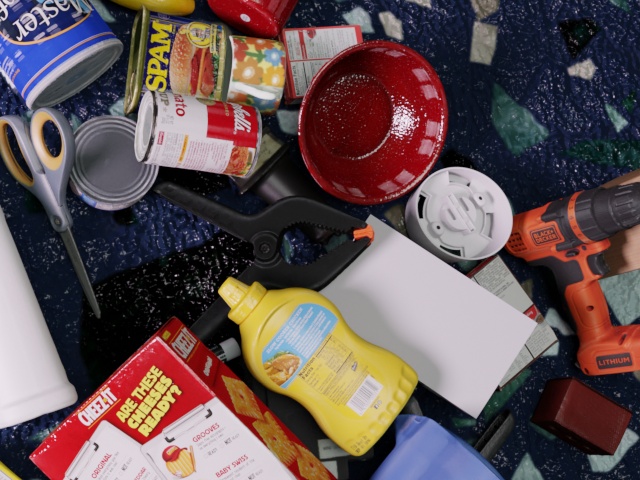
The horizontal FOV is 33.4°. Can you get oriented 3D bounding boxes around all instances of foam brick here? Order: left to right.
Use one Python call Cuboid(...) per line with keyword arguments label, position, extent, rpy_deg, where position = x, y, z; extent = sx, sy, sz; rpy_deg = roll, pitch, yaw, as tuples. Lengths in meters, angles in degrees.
Cuboid(label="foam brick", position=(0.266, 0.181, 1.092), extent=(0.078, 0.053, 0.051), rpy_deg=(30, 72, -9))

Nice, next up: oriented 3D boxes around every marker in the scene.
Cuboid(label="marker", position=(-0.131, 0.123, 0.991), extent=(0.121, 0.020, 0.020), rpy_deg=(-24, 88, -20))

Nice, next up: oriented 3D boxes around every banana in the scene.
Cuboid(label="banana", position=(-0.213, -0.274, 1.030), extent=(0.197, 0.037, 0.069), rpy_deg=(42, 72, -6))

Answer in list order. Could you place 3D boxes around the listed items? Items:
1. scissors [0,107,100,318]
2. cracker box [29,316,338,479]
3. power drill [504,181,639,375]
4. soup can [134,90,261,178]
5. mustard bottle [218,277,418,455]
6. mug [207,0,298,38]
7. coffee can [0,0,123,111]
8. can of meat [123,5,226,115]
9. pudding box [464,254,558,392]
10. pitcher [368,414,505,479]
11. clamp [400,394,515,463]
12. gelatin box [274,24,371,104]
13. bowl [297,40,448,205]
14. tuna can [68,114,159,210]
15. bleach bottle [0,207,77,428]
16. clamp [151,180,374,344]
Cuboid(label="scissors", position=(-0.227, -0.033, 0.960), extent=(0.202, 0.096, 0.016), rpy_deg=(58, 36, 2))
Cuboid(label="cracker box", position=(-0.113, 0.198, 0.921), extent=(0.164, 0.072, 0.213), rpy_deg=(-43, 95, 13))
Cuboid(label="power drill", position=(0.286, 0.038, 1.067), extent=(0.057, 0.185, 0.187), rpy_deg=(-31, 98, -36))
Cuboid(label="soup can", position=(-0.113, -0.097, 0.978), extent=(0.102, 0.069, 0.068), rpy_deg=(7, 78, -22))
Cuboid(label="mustard bottle", position=(-0.012, 0.099, 0.953), extent=(0.191, 0.058, 0.096), rpy_deg=(40, 81, -7))
Cuboid(label="mug", position=(-0.070, -0.257, 1.054), extent=(0.117, 0.093, 0.081), rpy_deg=(22, 77, 19))
Cuboid(label="coffee can", position=(-0.261, -0.203, 0.966), extent=(0.102, 0.103, 0.140), rpy_deg=(-37, 92, -21))
Cuboid(label="can of meat", position=(-0.139, -0.165, 1.024), extent=(0.083, 0.058, 0.102), rpy_deg=(8, 78, -19))
Cuboid(label="pudding box", position=(0.175, 0.085, 1.088), extent=(0.090, 0.039, 0.113), rpy_deg=(-36, 89, -18))
Cuboid(label="pitcher", position=(0.072, 0.290, 0.947), extent=(0.243, 0.149, 0.145), rpy_deg=(-48, 125, -5))
Cuboid(label="clamp", position=(0.135, 0.235, 1.046), extent=(0.120, 0.039, 0.171), rpy_deg=(2, 84, -9))
Cuboid(label="gelatin box", position=(0.002, -0.178, 1.086), extent=(0.089, 0.030, 0.073), rpy_deg=(-7, 83, -20))
Cuboid(label="bowl", position=(0.044, -0.119, 1.057), extent=(0.161, 0.055, 0.162), rpy_deg=(-6, 107, -21))
Cuboid(label="tuna can", position=(-0.196, -0.072, 0.999), extent=(0.086, 0.034, 0.086), rpy_deg=(3, 79, -17))
Cuboid(label="bleach bottle", position=(-0.283, 0.032, 0.914), extent=(0.068, 0.103, 0.251), rpy_deg=(-17, 87, -26))
Cuboid(label="clamp", position=(-0.057, 0.001, 0.998), extent=(0.210, 0.036, 0.164), rpy_deg=(-17, 83, 4))
